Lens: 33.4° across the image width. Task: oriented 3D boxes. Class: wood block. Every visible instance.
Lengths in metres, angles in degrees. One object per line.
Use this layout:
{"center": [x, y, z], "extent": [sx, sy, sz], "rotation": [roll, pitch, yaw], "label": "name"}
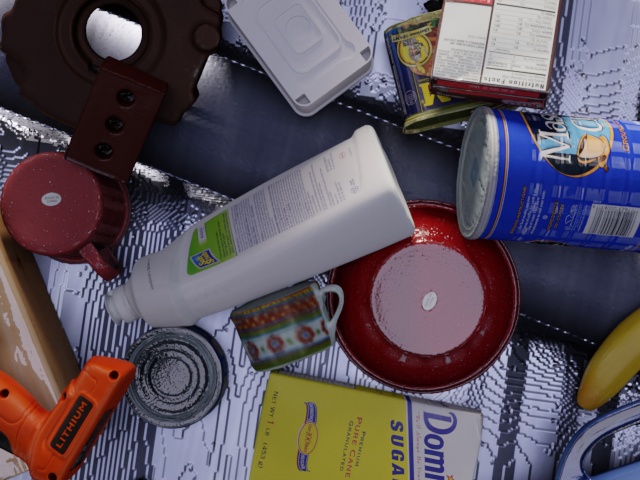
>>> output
{"center": [-0.259, 0.080, 0.851], "extent": [0.090, 0.091, 0.206], "rotation": [-23, 88, 0], "label": "wood block"}

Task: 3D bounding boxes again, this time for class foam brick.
{"center": [-0.155, -0.093, 0.815], "extent": [0.053, 0.051, 0.078], "rotation": [22, 104, -11], "label": "foam brick"}

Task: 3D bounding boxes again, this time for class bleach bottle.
{"center": [-0.056, 0.001, 0.853], "extent": [0.251, 0.102, 0.068], "rotation": [-23, 129, 7], "label": "bleach bottle"}

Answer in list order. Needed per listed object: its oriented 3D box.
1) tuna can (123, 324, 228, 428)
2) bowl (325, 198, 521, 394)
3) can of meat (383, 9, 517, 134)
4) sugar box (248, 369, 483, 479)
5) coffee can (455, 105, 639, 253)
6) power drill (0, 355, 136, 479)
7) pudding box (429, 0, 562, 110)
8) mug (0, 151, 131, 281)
{"center": [-0.119, 0.110, 0.874], "extent": [0.086, 0.034, 0.086], "rotation": [0, 88, 2], "label": "tuna can"}
{"center": [0.084, 0.046, 0.859], "extent": [0.162, 0.055, 0.162], "rotation": [0, 89, 2], "label": "bowl"}
{"center": [0.107, -0.140, 0.863], "extent": [0.102, 0.057, 0.084], "rotation": [-13, 85, 1], "label": "can of meat"}
{"center": [0.037, 0.166, 0.861], "extent": [0.176, 0.048, 0.093], "rotation": [10, 89, 3], "label": "sugar box"}
{"center": [0.185, -0.046, 0.825], "extent": [0.140, 0.103, 0.103], "rotation": [5, 89, -5], "label": "coffee can"}
{"center": [-0.233, 0.078, 0.777], "extent": [0.187, 0.057, 0.184], "rotation": [30, 92, 5], "label": "power drill"}
{"center": [0.135, -0.161, 0.811], "extent": [0.090, 0.039, 0.113], "rotation": [10, 79, 7], "label": "pudding box"}
{"center": [-0.199, -0.017, 0.856], "extent": [0.093, 0.081, 0.117], "rotation": [-32, 88, 1], "label": "mug"}
